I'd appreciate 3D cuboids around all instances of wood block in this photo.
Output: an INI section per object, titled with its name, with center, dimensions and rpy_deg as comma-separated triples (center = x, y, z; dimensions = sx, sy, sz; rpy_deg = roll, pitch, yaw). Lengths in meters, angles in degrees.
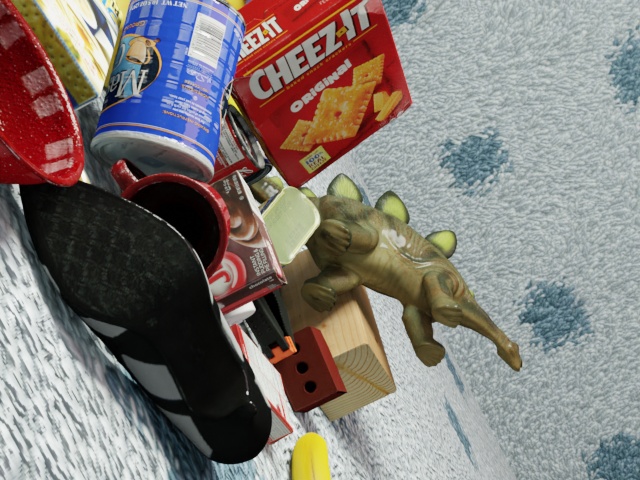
[wood block]
center = 0.016, 0.101, 1.287
dimensions = 0.090, 0.090, 0.206
rpy_deg = 58, 10, -36

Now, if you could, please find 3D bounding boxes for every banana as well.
[banana]
center = -0.005, 0.233, 0.971
dimensions = 0.198, 0.037, 0.069
rpy_deg = -102, 180, -55

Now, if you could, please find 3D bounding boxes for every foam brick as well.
[foam brick]
center = -0.014, 0.137, 1.131
dimensions = 0.078, 0.053, 0.051
rpy_deg = 65, 9, 15

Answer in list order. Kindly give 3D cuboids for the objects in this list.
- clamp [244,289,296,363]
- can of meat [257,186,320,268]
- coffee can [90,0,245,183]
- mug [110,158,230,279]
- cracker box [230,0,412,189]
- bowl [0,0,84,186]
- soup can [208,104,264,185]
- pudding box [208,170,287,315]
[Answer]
[clamp]
center = -0.075, 0.032, 1.130
dimensions = 0.210, 0.036, 0.164
rpy_deg = 64, 12, 16
[can of meat]
center = -0.057, 0.001, 1.038
dimensions = 0.057, 0.084, 0.102
rpy_deg = 47, 41, -10
[coffee can]
center = -0.126, -0.128, 0.897
dimensions = 0.102, 0.103, 0.140
rpy_deg = 46, 52, -62
[mug]
center = -0.124, -0.018, 0.850
dimensions = 0.117, 0.093, 0.081
rpy_deg = 47, 5, -4
[cracker box]
center = -0.005, -0.163, 1.054
dimensions = 0.072, 0.164, 0.213
rpy_deg = 52, -4, 29
[bowl]
center = -0.211, -0.094, 0.649
dimensions = 0.162, 0.055, 0.162
rpy_deg = 61, 9, -17
[soup can]
center = -0.113, -0.076, 1.011
dimensions = 0.068, 0.102, 0.068
rpy_deg = 60, 9, -17
[pudding box]
center = -0.090, 0.007, 0.945
dimensions = 0.039, 0.090, 0.113
rpy_deg = 52, 14, -58
